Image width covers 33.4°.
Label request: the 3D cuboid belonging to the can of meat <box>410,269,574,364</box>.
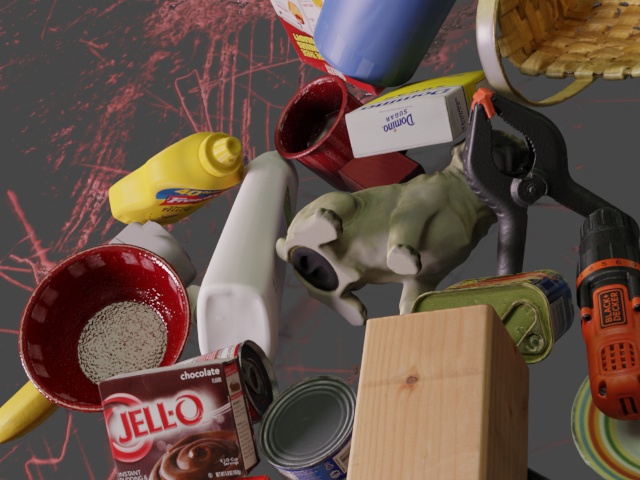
[{"bbox_3d":[0.129,0.056,0.781,0.102,0.057,0.083,-8,3,26],"label":"can of meat"}]

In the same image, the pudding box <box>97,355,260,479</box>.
[{"bbox_3d":[-0.110,0.142,0.829,0.114,0.090,0.039,-11,2,17],"label":"pudding box"}]

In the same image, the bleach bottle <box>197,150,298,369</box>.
[{"bbox_3d":[-0.056,0.001,0.989,0.068,0.102,0.250,4,37,5],"label":"bleach bottle"}]

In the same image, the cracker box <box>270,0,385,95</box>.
[{"bbox_3d":[0.001,-0.276,1.147,0.072,0.213,0.164,-39,37,-12],"label":"cracker box"}]

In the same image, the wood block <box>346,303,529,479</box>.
[{"bbox_3d":[0.074,0.153,0.663,0.091,0.090,0.206,-10,50,25],"label":"wood block"}]

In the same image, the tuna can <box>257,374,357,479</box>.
[{"bbox_3d":[-0.003,0.148,0.822,0.086,0.033,0.086,-20,39,17],"label":"tuna can"}]

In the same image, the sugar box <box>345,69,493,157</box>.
[{"bbox_3d":[0.095,-0.119,0.971,0.093,0.048,0.176,-8,10,23],"label":"sugar box"}]

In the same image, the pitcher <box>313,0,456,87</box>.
[{"bbox_3d":[0.079,-0.273,0.986,0.145,0.243,0.149,29,37,4],"label":"pitcher"}]

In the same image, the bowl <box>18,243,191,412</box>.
[{"bbox_3d":[-0.190,0.086,0.980,0.162,0.055,0.162,-4,64,8],"label":"bowl"}]

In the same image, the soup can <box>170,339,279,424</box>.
[{"bbox_3d":[-0.094,0.129,0.880,0.102,0.068,0.068,-20,38,17],"label":"soup can"}]

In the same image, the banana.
[{"bbox_3d":[-0.258,0.127,1.026,0.197,0.037,0.070,-47,41,-18],"label":"banana"}]

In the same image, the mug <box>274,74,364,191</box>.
[{"bbox_3d":[0.010,-0.103,1.042,0.093,0.081,0.117,-57,36,-2],"label":"mug"}]

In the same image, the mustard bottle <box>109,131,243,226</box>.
[{"bbox_3d":[-0.130,-0.064,1.054,0.192,0.096,0.058,-25,72,54],"label":"mustard bottle"}]

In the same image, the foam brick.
[{"bbox_3d":[0.063,-0.049,0.980,0.051,0.053,0.078,-39,38,-8],"label":"foam brick"}]

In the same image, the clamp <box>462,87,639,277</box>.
[{"bbox_3d":[0.153,-0.032,0.819,0.120,0.171,0.039,-38,11,1],"label":"clamp"}]
